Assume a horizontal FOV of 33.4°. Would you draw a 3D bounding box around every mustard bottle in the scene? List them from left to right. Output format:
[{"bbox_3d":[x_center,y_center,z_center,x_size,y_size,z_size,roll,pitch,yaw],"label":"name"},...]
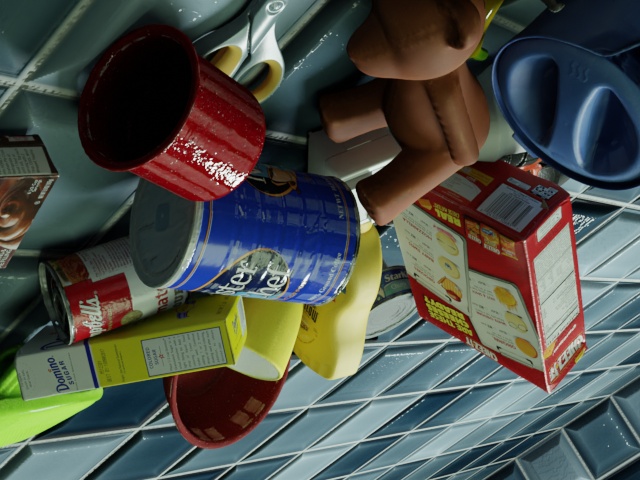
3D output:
[{"bbox_3d":[0.016,0.032,0.997,0.058,0.096,0.192,-10,132,-28],"label":"mustard bottle"}]

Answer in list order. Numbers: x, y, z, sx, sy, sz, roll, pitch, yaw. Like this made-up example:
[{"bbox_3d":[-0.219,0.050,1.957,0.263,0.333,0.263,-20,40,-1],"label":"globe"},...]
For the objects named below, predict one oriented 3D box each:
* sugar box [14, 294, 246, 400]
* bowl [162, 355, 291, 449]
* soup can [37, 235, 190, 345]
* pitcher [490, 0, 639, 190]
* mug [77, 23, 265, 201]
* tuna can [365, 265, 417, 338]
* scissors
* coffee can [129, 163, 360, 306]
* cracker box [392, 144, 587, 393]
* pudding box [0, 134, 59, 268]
[{"bbox_3d":[-0.152,0.084,0.877,0.176,0.048,0.093,-8,-169,5],"label":"sugar box"},{"bbox_3d":[-0.102,0.121,1.056,0.161,0.055,0.162,-21,120,-43],"label":"bowl"},{"bbox_3d":[-0.162,0.034,0.844,0.102,0.068,0.069,-19,155,-26],"label":"soup can"},{"bbox_3d":[0.239,-0.157,0.769,0.242,0.149,0.145,-46,135,-21],"label":"pitcher"},{"bbox_3d":[-0.097,-0.073,0.663,0.117,0.093,0.081,0,163,33],"label":"mug"},{"bbox_3d":[0.061,0.064,1.076,0.086,0.034,0.086,-23,155,-12],"label":"tuna can"},{"bbox_3d":[-0.024,-0.146,0.691,0.202,0.016,0.096,-39,153,25],"label":"scissors"},{"bbox_3d":[-0.056,-0.008,0.790,0.140,0.103,0.103,9,139,-34],"label":"coffee can"},{"bbox_3d":[0.149,0.017,0.954,0.072,0.164,0.213,-42,139,-20],"label":"cracker box"},{"bbox_3d":[-0.231,-0.021,0.683,0.089,0.039,0.114,-7,149,-41],"label":"pudding box"}]
